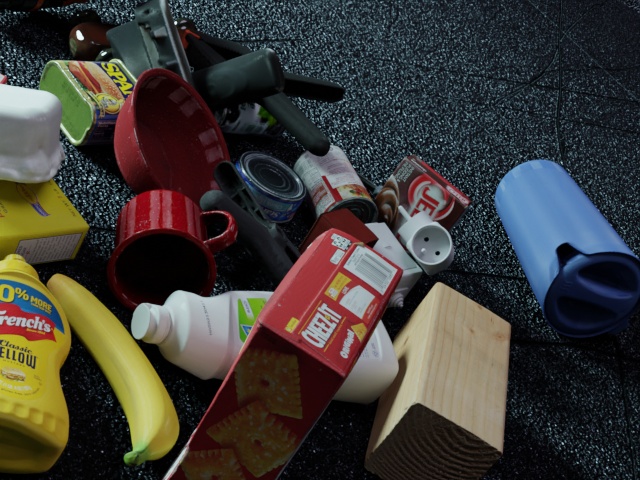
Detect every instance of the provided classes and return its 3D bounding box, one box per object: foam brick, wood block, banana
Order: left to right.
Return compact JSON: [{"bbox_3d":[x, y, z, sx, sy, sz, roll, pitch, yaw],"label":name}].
[{"bbox_3d":[-0.154,0.101,0.825,0.198,0.037,0.069,52,2,38],"label":"banana"},{"bbox_3d":[0.013,0.014,1.097,0.051,0.078,0.052,44,30,20],"label":"foam brick"},{"bbox_3d":[0.113,0.140,0.997,0.090,0.091,0.206,31,30,-5],"label":"wood block"}]

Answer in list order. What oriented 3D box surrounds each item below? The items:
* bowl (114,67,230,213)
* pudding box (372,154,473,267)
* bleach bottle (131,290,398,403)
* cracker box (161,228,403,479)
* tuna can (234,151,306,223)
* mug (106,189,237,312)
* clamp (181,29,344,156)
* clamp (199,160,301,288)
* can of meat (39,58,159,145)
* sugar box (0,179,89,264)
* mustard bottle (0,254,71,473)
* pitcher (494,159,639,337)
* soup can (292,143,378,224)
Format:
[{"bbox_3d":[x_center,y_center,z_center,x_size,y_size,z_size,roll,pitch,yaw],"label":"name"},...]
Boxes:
[{"bbox_3d":[-0.155,-0.087,1.061,0.162,0.055,0.162,44,36,-44],"label":"bowl"},{"bbox_3d":[0.105,-0.028,1.214,0.090,0.114,0.039,40,27,11],"label":"pudding box"},{"bbox_3d":[-0.050,0.082,0.927,0.250,0.068,0.103,14,36,-38],"label":"bleach bottle"},{"bbox_3d":[-0.037,0.112,0.761,0.072,0.214,0.164,33,29,2],"label":"cracker box"},{"bbox_3d":[-0.059,-0.060,1.178,0.086,0.034,0.086,25,30,-16],"label":"tuna can"},{"bbox_3d":[-0.129,0.003,0.941,0.081,0.117,0.093,-104,170,-57],"label":"mug"},{"bbox_3d":[-0.064,-0.186,1.241,0.210,0.036,0.164,31,30,-3],"label":"clamp"},{"bbox_3d":[-0.057,0.001,1.029,0.171,0.039,0.120,51,19,-5],"label":"clamp"},{"bbox_3d":[-0.232,-0.143,1.107,0.083,0.058,0.102,-9,50,-48],"label":"can of meat"},{"bbox_3d":[-0.288,-0.019,0.875,0.093,0.048,0.175,47,30,24],"label":"sugar box"},{"bbox_3d":[-0.231,0.076,0.779,0.096,0.058,0.191,21,31,-25],"label":"mustard bottle"},{"bbox_3d":[0.316,0.008,1.376,0.145,0.149,0.243,1,35,-13],"label":"pitcher"},{"bbox_3d":[0.015,-0.054,1.211,0.068,0.069,0.102,11,36,-35],"label":"soup can"}]
